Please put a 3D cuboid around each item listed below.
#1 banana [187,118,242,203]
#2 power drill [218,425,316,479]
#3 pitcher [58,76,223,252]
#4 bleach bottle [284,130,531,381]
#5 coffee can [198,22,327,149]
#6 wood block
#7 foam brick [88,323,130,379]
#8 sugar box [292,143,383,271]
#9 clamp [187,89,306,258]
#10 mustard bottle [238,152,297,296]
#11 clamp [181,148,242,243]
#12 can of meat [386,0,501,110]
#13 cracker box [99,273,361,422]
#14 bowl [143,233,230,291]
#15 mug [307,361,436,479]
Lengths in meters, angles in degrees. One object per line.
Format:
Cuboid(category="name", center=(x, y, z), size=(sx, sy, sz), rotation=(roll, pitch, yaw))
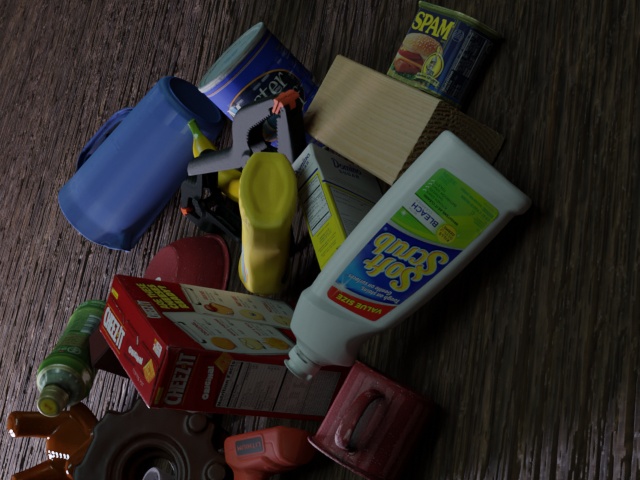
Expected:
Cuboid(category="banana", center=(-0.118, -0.085, 1.342), size=(0.037, 0.069, 0.198), rotation=(-37, 43, -12))
Cuboid(category="power drill", center=(-0.046, 0.271, 0.989), size=(0.185, 0.057, 0.187), rotation=(-20, 56, 47))
Cuboid(category="pitcher", center=(-0.251, -0.117, 1.492), size=(0.243, 0.149, 0.145), rotation=(-46, 9, 22))
Cuboid(category="bleach bottle", center=(0.065, 0.028, 0.938), size=(0.251, 0.102, 0.068), rotation=(-50, 3, 9))
Cuboid(category="coffee can", center=(-0.052, -0.158, 1.196), size=(0.103, 0.140, 0.103), rotation=(-41, 18, 17))
Cuboid(category="wood block", center=(0.074, -0.106, 1.056), size=(0.091, 0.090, 0.206), rotation=(-62, 32, 7))
Cuboid(category="foam brick", center=(-0.251, 0.140, 1.377), size=(0.053, 0.078, 0.051), rotation=(-47, 37, 24))
Cuboid(category="sugar box", center=(0.031, -0.014, 1.058), size=(0.048, 0.093, 0.176), rotation=(-50, 35, 24))
Cuboid(category="clamp", center=(-0.073, -0.091, 1.160), size=(0.165, 0.036, 0.210), rotation=(38, 140, 17))
Cuboid(category="mustard bottle", center=(-0.057, 0.001, 1.115), size=(0.192, 0.058, 0.096), rotation=(97, 172, -55))
Cuboid(category="clamp", center=(-0.133, -0.040, 1.330), size=(0.120, 0.039, 0.172), rotation=(68, 161, 4))
Cuboid(category="can of meat", center=(0.121, -0.185, 1.071), size=(0.084, 0.057, 0.102), rotation=(-64, 33, 8))
Cuboid(category="cracker box", center=(-0.087, 0.107, 1.035), size=(0.164, 0.213, 0.072), rotation=(39, 114, 56))
Cuboid(category="bowl", center=(-0.182, 0.058, 1.352), size=(0.162, 0.055, 0.162), rotation=(-34, 45, 41))
Cuboid(category="mug", center=(0.044, 0.156, 0.918), size=(0.093, 0.117, 0.081), rotation=(27, 88, 26))
